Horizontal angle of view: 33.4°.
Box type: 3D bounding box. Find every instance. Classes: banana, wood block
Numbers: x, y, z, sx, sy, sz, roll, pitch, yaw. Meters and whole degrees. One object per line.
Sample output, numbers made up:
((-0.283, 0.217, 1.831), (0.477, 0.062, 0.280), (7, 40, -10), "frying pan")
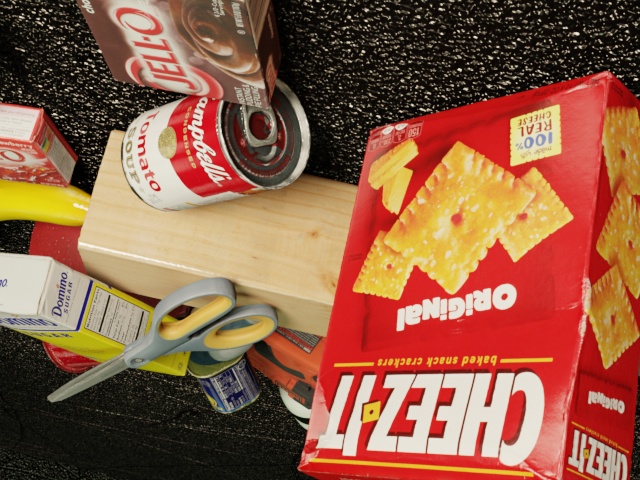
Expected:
((-0.251, -0.025, 0.867), (0.198, 0.037, 0.069), (-12, 137, 43), "banana")
((-0.055, 0.000, 0.751), (0.206, 0.090, 0.091), (13, 160, -1), "wood block")

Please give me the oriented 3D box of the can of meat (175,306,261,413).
((-0.101, 0.103, 1.006), (0.057, 0.102, 0.084), (-28, 144, -8), "can of meat")

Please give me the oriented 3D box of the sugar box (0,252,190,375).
((-0.177, 0.056, 0.778), (0.093, 0.048, 0.176), (4, 165, 30), "sugar box")

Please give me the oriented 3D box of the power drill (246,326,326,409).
((0.001, 0.123, 1.018), (0.184, 0.057, 0.188), (31, 159, 13), "power drill")

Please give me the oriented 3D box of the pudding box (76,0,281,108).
((-0.070, -0.113, 0.538), (0.090, 0.039, 0.113), (11, 159, 7), "pudding box")

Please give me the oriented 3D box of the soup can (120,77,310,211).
((-0.065, -0.057, 0.640), (0.068, 0.068, 0.102), (29, 154, -37), "soup can")

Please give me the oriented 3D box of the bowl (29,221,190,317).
((-0.194, 0.040, 0.923), (0.162, 0.055, 0.162), (26, 157, 12), "bowl")

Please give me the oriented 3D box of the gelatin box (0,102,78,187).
((-0.227, -0.069, 0.757), (0.089, 0.030, 0.073), (9, 159, 11), "gelatin box")

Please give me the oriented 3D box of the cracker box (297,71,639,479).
((0.084, 0.030, 0.569), (0.164, 0.213, 0.072), (-8, 151, 43), "cracker box")

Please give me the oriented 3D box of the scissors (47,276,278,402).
((-0.107, 0.079, 0.751), (0.096, 0.016, 0.202), (13, 144, -34), "scissors")
